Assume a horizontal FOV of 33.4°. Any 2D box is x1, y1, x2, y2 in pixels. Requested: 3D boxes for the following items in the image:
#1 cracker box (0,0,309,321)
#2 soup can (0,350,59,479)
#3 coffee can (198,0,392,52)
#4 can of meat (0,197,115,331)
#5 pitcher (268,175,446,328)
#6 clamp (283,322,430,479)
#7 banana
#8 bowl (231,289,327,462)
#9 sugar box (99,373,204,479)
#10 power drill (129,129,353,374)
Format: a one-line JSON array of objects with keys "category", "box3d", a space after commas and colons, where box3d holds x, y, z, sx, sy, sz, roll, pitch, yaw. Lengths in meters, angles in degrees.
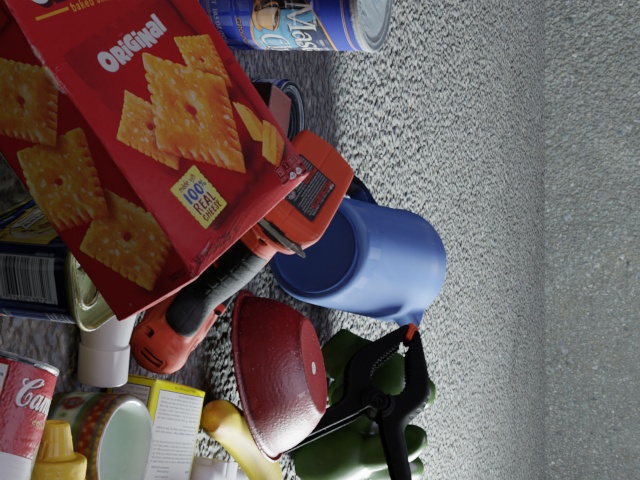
[{"category": "cracker box", "box3d": [-0.112, -0.086, 0.605, 0.213, 0.072, 0.164, 57, 31, -8]}, {"category": "soup can", "box3d": [-0.190, 0.113, 0.586, 0.068, 0.069, 0.102, 50, 48, -63]}, {"category": "coffee can", "box3d": [-0.020, -0.209, 0.885, 0.102, 0.140, 0.103, 5, 90, -70]}, {"category": "can of meat", "box3d": [-0.155, 0.010, 0.637, 0.102, 0.084, 0.057, -42, 134, -63]}, {"category": "pitcher", "box3d": [0.035, 0.008, 1.136, 0.145, 0.149, 0.242, -67, 157, 3]}, {"category": "clamp", "box3d": [0.048, 0.175, 1.124, 0.036, 0.164, 0.210, 106, 4, -61]}, {"category": "banana", "box3d": [-0.068, 0.184, 0.961, 0.037, 0.070, 0.197, -35, 139, -6]}, {"category": "bowl", "box3d": [-0.032, 0.120, 0.986, 0.162, 0.055, 0.162, -11, 90, -79]}, {"category": "sugar box", "box3d": [-0.136, 0.191, 0.792, 0.093, 0.048, 0.176, 36, 64, -67]}, {"category": "power drill", "box3d": [-0.055, 0.001, 0.807, 0.188, 0.057, 0.184, -45, -169, 38]}]
